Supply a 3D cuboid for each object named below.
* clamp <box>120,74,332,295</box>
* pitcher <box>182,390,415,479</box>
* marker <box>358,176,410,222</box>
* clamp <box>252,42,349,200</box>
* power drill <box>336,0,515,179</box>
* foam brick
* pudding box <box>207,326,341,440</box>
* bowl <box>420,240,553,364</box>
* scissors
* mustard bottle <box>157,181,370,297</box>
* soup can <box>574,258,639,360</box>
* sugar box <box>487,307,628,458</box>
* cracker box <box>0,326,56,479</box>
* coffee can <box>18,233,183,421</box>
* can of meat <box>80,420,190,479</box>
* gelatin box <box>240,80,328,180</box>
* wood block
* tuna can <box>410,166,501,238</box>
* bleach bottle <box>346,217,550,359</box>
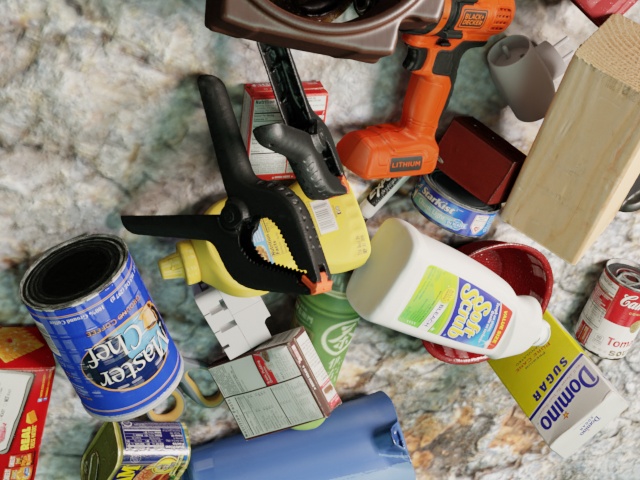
[{"bbox_3d":[-0.077,-0.017,0.919,0.165,0.210,0.036,-51,160,23],"label":"clamp"},{"bbox_3d":[-0.027,0.261,1.182,0.242,0.145,0.149,-12,116,-13],"label":"pitcher"},{"bbox_3d":[0.064,-0.050,1.058,0.121,0.020,0.020,-47,129,12],"label":"marker"},{"bbox_3d":[-0.017,-0.098,0.911,0.039,0.120,0.171,-6,154,18],"label":"clamp"},{"bbox_3d":[0.078,-0.146,0.947,0.184,0.057,0.188,-7,131,-41],"label":"power drill"},{"bbox_3d":[0.154,-0.078,1.032,0.051,0.078,0.052,-58,160,21],"label":"foam brick"},{"bbox_3d":[-0.048,0.146,1.080,0.114,0.039,0.090,-21,101,35],"label":"pudding box"},{"bbox_3d":[0.169,0.056,1.160,0.162,0.055,0.162,-12,127,-16],"label":"bowl"},{"bbox_3d":[-0.171,0.124,1.078,0.096,0.016,0.201,-38,130,5],"label":"scissors"},{"bbox_3d":[-0.057,0.001,0.992,0.191,0.096,0.058,-16,165,-13],"label":"mustard bottle"},{"bbox_3d":[0.348,0.081,1.254,0.068,0.068,0.102,2,123,-26],"label":"soup can"},{"bbox_3d":[0.250,0.145,1.182,0.093,0.176,0.048,-44,130,10],"label":"sugar box"},{"bbox_3d":[-0.364,0.160,0.978,0.213,0.072,0.164,3,122,-25],"label":"cracker box"},{"bbox_3d":[-0.196,0.079,0.968,0.102,0.103,0.140,-25,125,-7],"label":"coffee can"},{"bbox_3d":[-0.192,0.229,1.109,0.083,0.057,0.102,7,136,-32],"label":"can of meat"},{"bbox_3d":[-0.035,-0.100,0.969,0.073,0.030,0.089,-6,123,-21],"label":"gelatin box"},{"bbox_3d":[0.251,-0.089,0.978,0.090,0.090,0.206,-43,159,-38],"label":"wood block"},{"bbox_3d":[0.133,-0.040,1.054,0.086,0.086,0.034,9,121,-30],"label":"tuna can"},{"bbox_3d":[0.148,0.060,1.077,0.250,0.068,0.103,19,108,-37],"label":"bleach bottle"}]
